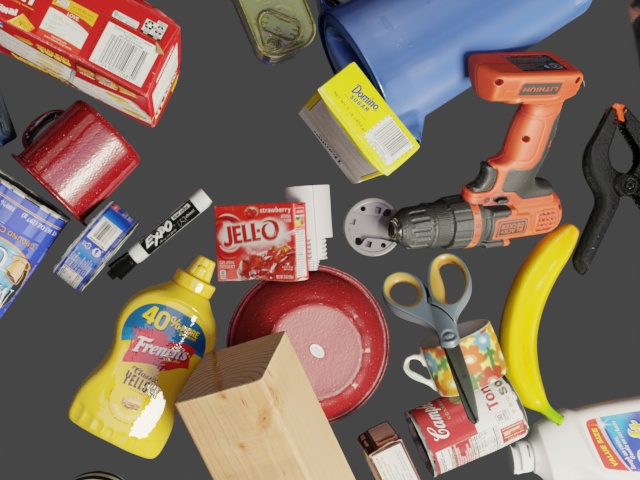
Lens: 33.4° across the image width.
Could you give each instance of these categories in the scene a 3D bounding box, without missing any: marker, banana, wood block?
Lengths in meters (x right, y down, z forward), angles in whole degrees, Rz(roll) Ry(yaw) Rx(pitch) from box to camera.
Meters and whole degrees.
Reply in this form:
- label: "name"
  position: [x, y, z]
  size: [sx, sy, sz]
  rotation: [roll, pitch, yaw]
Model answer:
- label: "marker"
  position: [-0.155, -0.004, 1.022]
  size: [0.121, 0.020, 0.020]
  rotation: [-40, 95, -4]
- label: "banana"
  position: [0.212, 0.079, 1.050]
  size: [0.070, 0.037, 0.198]
  rotation: [5, 86, 9]
- label: "wood block"
  position: [-0.039, 0.201, 0.969]
  size: [0.090, 0.090, 0.206]
  rotation: [-18, 108, 21]

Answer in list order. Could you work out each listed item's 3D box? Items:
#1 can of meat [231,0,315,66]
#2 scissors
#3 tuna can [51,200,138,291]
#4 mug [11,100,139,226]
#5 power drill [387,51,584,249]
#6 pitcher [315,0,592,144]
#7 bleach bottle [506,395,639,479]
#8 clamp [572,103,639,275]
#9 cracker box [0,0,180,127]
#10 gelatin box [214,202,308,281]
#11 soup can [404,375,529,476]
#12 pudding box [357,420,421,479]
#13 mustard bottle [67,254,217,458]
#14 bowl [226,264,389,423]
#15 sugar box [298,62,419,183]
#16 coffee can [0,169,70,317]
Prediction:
- label: "can of meat"
  position: [-0.048, -0.217, 0.997]
  size: [0.057, 0.084, 0.102]
  rotation: [-23, 93, -6]
- label: "scissors"
  position: [0.100, 0.088, 0.991]
  size: [0.096, 0.201, 0.016]
  rotation: [-4, 134, 13]
- label: "tuna can"
  position: [-0.207, 0.006, 0.984]
  size: [0.033, 0.086, 0.086]
  rotation: [40, 87, -7]
- label: "mug"
  position: [-0.229, -0.080, 0.986]
  size: [0.081, 0.093, 0.117]
  rotation: [-46, 59, -8]
- label: "power drill"
  position: [0.156, -0.078, 0.983]
  size: [0.184, 0.057, 0.188]
  rotation: [-8, 127, -26]
- label: "pitcher"
  position: [0.123, -0.216, 0.998]
  size: [0.242, 0.145, 0.149]
  rotation: [-31, 127, -8]
- label: "bleach bottle"
  position: [0.311, 0.206, 1.053]
  size: [0.250, 0.068, 0.102]
  rotation: [-8, 80, -4]
- label: "clamp"
  position: [0.313, -0.049, 1.062]
  size: [0.120, 0.039, 0.171]
  rotation: [2, 91, -8]
- label: "cracker box"
  position: [-0.204, -0.174, 0.916]
  size: [0.164, 0.214, 0.072]
  rotation: [27, 86, -6]
- label: "gelatin box"
  position: [-0.057, 0.001, 1.007]
  size: [0.089, 0.030, 0.073]
  rotation: [0, 93, 27]
- label: "soup can"
  position: [0.141, 0.177, 1.033]
  size: [0.102, 0.068, 0.068]
  rotation: [-23, 93, -6]
- label: "pudding box"
  position: [0.079, 0.236, 1.016]
  size: [0.039, 0.090, 0.113]
  rotation: [-28, 93, -5]
- label: "mustard bottle"
  position: [-0.152, 0.101, 1.005]
  size: [0.096, 0.058, 0.191]
  rotation: [29, 88, -8]
- label: "bowl"
  position: [-0.009, 0.104, 1.022]
  size: [0.162, 0.055, 0.162]
  rotation: [0, 91, -7]
- label: "sugar box"
  position: [0.030, -0.102, 0.961]
  size: [0.048, 0.176, 0.093]
  rotation: [-38, 95, -2]
- label: "coffee can"
  position: [-0.309, 0.010, 0.964]
  size: [0.103, 0.103, 0.140]
  rotation: [35, 87, -6]
